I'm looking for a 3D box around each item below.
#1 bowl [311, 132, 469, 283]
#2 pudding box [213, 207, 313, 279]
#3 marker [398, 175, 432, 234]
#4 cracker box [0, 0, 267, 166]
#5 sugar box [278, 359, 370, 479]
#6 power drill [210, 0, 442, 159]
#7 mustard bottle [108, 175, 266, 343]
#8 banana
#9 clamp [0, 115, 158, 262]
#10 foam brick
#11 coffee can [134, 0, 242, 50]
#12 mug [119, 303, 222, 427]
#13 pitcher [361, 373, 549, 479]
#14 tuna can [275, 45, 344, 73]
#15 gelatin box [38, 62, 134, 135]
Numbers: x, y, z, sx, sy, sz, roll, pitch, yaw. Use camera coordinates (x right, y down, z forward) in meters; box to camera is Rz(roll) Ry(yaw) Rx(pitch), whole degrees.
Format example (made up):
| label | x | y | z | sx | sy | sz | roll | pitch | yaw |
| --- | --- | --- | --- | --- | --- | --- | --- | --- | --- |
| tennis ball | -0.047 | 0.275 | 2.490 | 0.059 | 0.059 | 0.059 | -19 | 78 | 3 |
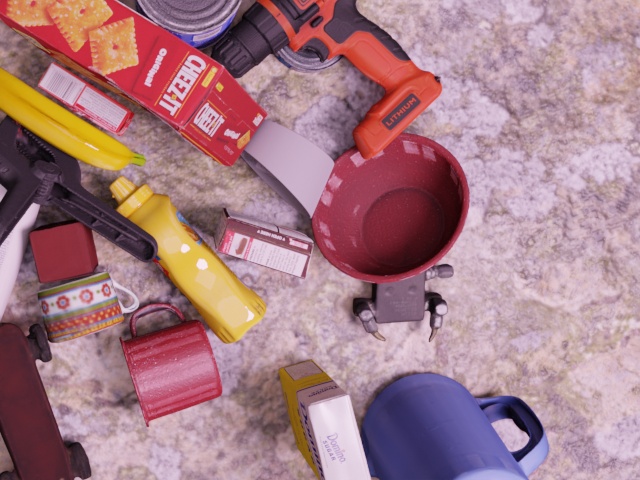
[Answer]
| label | x | y | z | sx | sy | sz | roll | pitch | yaw |
| --- | --- | --- | --- | --- | --- | --- | --- | --- | --- |
| bowl | 0.075 | -0.025 | 1.068 | 0.162 | 0.055 | 0.162 | -8 | 66 | 18 |
| pudding box | -0.057 | 0.001 | 1.044 | 0.090 | 0.113 | 0.039 | 17 | 92 | -8 |
| marker | 0.098 | -0.033 | 1.111 | 0.020 | 0.020 | 0.121 | 27 | 90 | -9 |
| cracker box | -0.168 | -0.159 | 0.960 | 0.214 | 0.164 | 0.072 | 33 | 90 | 13 |
| sugar box | 0.001 | 0.178 | 1.031 | 0.048 | 0.176 | 0.093 | -15 | 96 | -7 |
| power drill | 0.011 | -0.171 | 1.034 | 0.184 | 0.057 | 0.187 | -42 | 98 | -4 |
| mustard bottle | -0.135 | 0.013 | 1.042 | 0.058 | 0.096 | 0.191 | -42 | 98 | -3 |
| banana | -0.262 | -0.117 | 1.027 | 0.197 | 0.069 | 0.037 | 32 | 91 | -8 |
| clamp | -0.247 | -0.048 | 0.990 | 0.164 | 0.210 | 0.036 | 12 | 120 | -36 |
| foam brick | -0.248 | 0.008 | 1.035 | 0.053 | 0.078 | 0.051 | -11 | 97 | -7 |
| coffee can | -0.125 | -0.237 | 1.005 | 0.102 | 0.140 | 0.103 | 0 | 94 | -8 |
| mug | -0.150 | 0.117 | 1.057 | 0.081 | 0.093 | 0.117 | -17 | 69 | -11 |
| pitcher | 0.134 | 0.220 | 1.018 | 0.145 | 0.243 | 0.149 | 24 | 96 | -12 |
| tuna can | -0.011 | -0.212 | 1.076 | 0.086 | 0.034 | 0.086 | -1 | 94 | -8 |
| gelatin box | -0.225 | -0.134 | 1.032 | 0.089 | 0.073 | 0.030 | 32 | 90 | -10 |
